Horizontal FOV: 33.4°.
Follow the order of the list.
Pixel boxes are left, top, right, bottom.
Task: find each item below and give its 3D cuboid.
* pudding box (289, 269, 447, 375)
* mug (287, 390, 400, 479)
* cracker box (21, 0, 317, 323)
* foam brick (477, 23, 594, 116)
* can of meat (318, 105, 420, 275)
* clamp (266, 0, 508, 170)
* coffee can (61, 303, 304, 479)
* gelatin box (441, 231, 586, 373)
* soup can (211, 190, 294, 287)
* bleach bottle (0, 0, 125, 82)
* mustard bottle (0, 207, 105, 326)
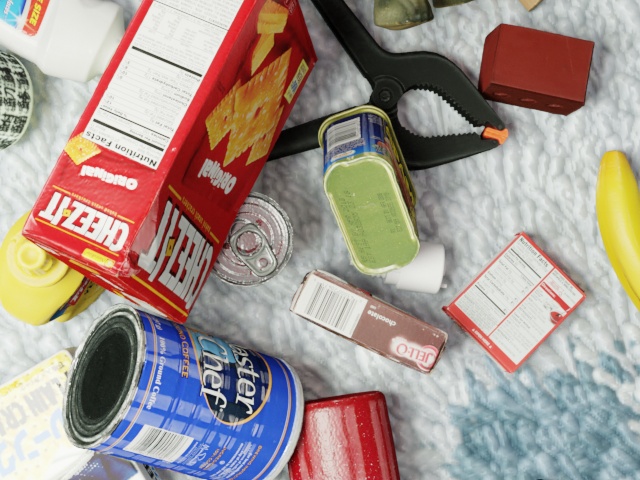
[{"bbox_3d":[0.034,0.062,0.807,0.113,0.090,0.039,27,85,-1],"label":"pudding box"},{"bbox_3d":[0.004,0.161,0.806,0.117,0.093,0.081,-11,84,12],"label":"mug"},{"bbox_3d":[-0.082,-0.066,0.671,0.072,0.164,0.213,23,80,12],"label":"cracker box"},{"bbox_3d":[0.168,-0.134,0.839,0.078,0.053,0.051,11,87,-2],"label":"foam brick"},{"bbox_3d":[0.037,-0.037,0.793,0.057,0.084,0.102,-18,118,10],"label":"can of meat"},{"bbox_3d":[0.047,-0.122,0.840,0.210,0.036,0.164,11,91,-1],"label":"clamp"},{"bbox_3d":[-0.097,0.114,0.763,0.140,0.103,0.103,24,86,-34],"label":"coffee can"},{"bbox_3d":[0.153,0.048,0.844,0.073,0.030,0.089,45,86,1],"label":"gelatin box"},{"bbox_3d":[-0.055,0.001,0.798,0.068,0.102,0.068,0,88,-3],"label":"soup can"},{"bbox_3d":[-0.241,-0.206,0.818,0.251,0.068,0.102,33,84,-4],"label":"bleach bottle"},{"bbox_3d":[-0.183,0.012,0.746,0.058,0.191,0.096,30,86,-2],"label":"mustard bottle"}]
